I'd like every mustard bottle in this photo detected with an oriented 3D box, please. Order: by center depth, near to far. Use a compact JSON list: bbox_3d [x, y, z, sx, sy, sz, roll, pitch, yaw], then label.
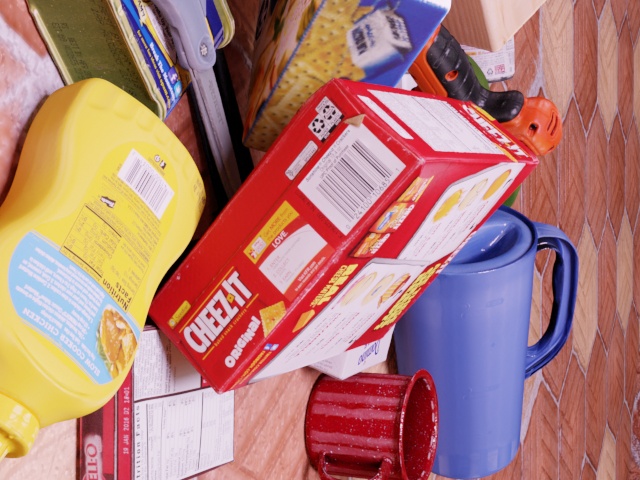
[{"bbox_3d":[-0.120,0.023,0.487,0.096,0.058,0.191,52,44,-37],"label":"mustard bottle"}]

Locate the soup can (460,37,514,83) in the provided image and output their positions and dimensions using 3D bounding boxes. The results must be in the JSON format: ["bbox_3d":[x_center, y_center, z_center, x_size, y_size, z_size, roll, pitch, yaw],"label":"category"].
[{"bbox_3d":[0.169,-0.221,1.127,0.068,0.069,0.102,-38,125,-61],"label":"soup can"}]

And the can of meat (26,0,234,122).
[{"bbox_3d":[-0.096,-0.117,0.542,0.083,0.058,0.102,-64,145,-40],"label":"can of meat"}]

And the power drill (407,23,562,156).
[{"bbox_3d":[0.070,-0.120,0.826,0.187,0.185,0.057,40,59,-36],"label":"power drill"}]

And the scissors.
[{"bbox_3d":[-0.057,-0.114,0.536,0.096,0.016,0.201,-64,146,-35],"label":"scissors"}]

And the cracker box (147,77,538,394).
[{"bbox_3d":[0.022,-0.007,0.611,0.164,0.072,0.213,-50,163,20],"label":"cracker box"}]

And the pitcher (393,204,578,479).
[{"bbox_3d":[0.138,0.092,0.968,0.144,0.149,0.243,-38,133,-43],"label":"pitcher"}]

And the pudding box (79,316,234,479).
[{"bbox_3d":[-0.088,0.088,0.592,0.113,0.039,0.090,1,90,-64],"label":"pudding box"}]

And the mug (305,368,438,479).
[{"bbox_3d":[0.036,0.151,0.822,0.117,0.082,0.093,-61,144,-47],"label":"mug"}]

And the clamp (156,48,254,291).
[{"bbox_3d":[-0.054,0.001,0.665,0.210,0.036,0.164,59,40,-48],"label":"clamp"}]
